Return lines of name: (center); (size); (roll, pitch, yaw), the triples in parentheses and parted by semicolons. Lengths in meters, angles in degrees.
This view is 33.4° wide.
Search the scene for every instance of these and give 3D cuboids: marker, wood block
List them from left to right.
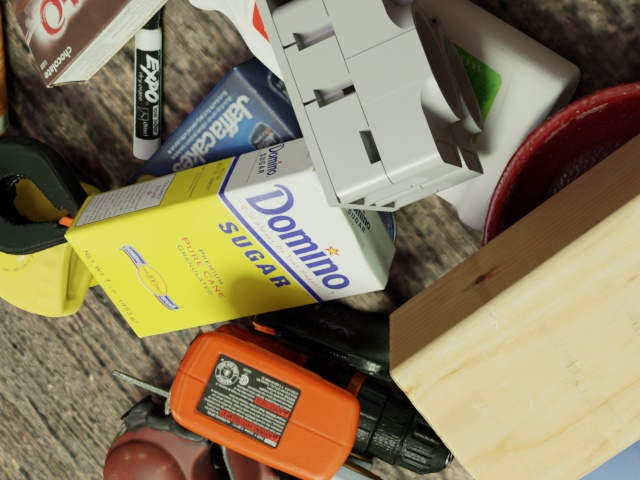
marker: (-0.113, -0.110, 0.699); (0.020, 0.020, 0.121); (20, 125, 21)
wood block: (0.139, 0.019, 0.477); (0.206, 0.091, 0.090); (-37, 98, 11)

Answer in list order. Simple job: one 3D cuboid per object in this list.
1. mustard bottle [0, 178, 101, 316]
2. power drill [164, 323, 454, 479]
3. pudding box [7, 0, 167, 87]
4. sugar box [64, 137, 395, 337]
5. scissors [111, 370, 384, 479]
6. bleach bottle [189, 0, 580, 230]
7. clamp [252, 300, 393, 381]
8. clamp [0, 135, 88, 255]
mustard bottle: (-0.255, -0.012, 0.770); (0.192, 0.058, 0.096); (14, 95, 15)
power drill: (-0.005, 0.104, 0.657); (0.184, 0.187, 0.057); (21, 87, 10)
pudding box: (-0.147, -0.163, 0.664); (0.114, 0.039, 0.090); (-35, 76, 40)
sugar box: (-0.054, 0.001, 0.637); (0.176, 0.048, 0.093); (-12, 126, 28)
scissors: (-0.034, 0.130, 0.700); (0.096, 0.201, 0.016); (21, 86, 56)
bleach bottle: (0.011, -0.113, 0.592); (0.251, 0.068, 0.103); (32, 115, 14)
clamp: (0.047, 0.070, 0.664); (0.210, 0.036, 0.164); (12, 165, 44)
clamp: (-0.229, -0.031, 0.715); (0.171, 0.039, 0.120); (31, 109, 14)
